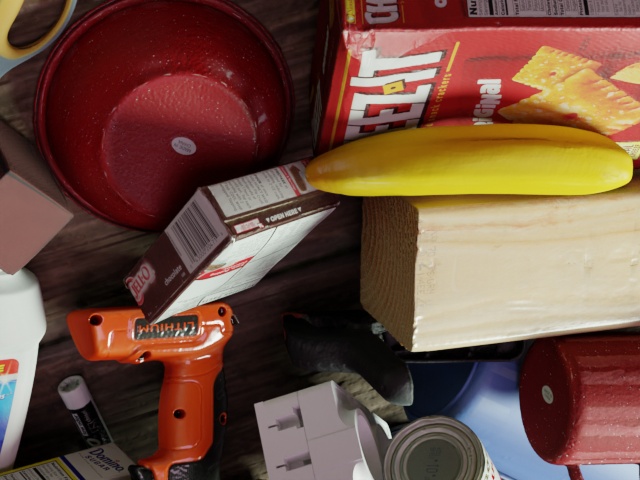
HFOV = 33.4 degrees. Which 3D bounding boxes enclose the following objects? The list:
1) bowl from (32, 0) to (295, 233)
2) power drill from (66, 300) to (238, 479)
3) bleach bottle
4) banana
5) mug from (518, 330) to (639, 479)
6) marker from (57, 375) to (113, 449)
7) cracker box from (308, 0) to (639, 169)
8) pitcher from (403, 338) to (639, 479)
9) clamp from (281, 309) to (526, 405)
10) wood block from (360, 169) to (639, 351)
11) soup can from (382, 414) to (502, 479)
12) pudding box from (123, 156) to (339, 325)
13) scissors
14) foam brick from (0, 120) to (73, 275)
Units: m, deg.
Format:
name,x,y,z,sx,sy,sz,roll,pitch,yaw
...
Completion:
name,x,y,z,sx,sy,sz,roll,pitch,yaw
bowl,-0.087,-0.065,0.636,0.162,0.055,0.162,-7,119,-13
power drill,-0.115,0.134,0.674,0.184,0.057,0.187,-3,88,-32
bleach bottle,-0.240,0.104,0.680,0.102,0.068,0.251,8,113,-25
banana,0.093,-0.040,0.594,0.197,0.037,0.070,1,162,-8
mug,0.176,0.109,0.661,0.081,0.093,0.117,1,79,-14
marker,-0.154,0.146,0.753,0.020,0.020,0.121,-20,121,-5
cracker box,0.106,-0.099,0.597,0.213,0.072,0.164,-1,158,-5
pitcher,0.177,0.132,0.789,0.242,0.145,0.149,25,96,-23
clamp,0.044,0.067,0.694,0.120,0.172,0.039,-5,100,-34
wood block,0.136,0.004,0.667,0.205,0.091,0.090,-5,107,-18
soup can,0.086,0.165,0.700,0.068,0.068,0.102,-30,139,1
pudding box,-0.054,0.001,0.638,0.089,0.039,0.114,-21,166,-42
scissors,-0.214,-0.093,0.606,0.096,0.016,0.202,33,104,-29
foam brick,-0.184,-0.029,0.600,0.051,0.078,0.053,-44,135,5
